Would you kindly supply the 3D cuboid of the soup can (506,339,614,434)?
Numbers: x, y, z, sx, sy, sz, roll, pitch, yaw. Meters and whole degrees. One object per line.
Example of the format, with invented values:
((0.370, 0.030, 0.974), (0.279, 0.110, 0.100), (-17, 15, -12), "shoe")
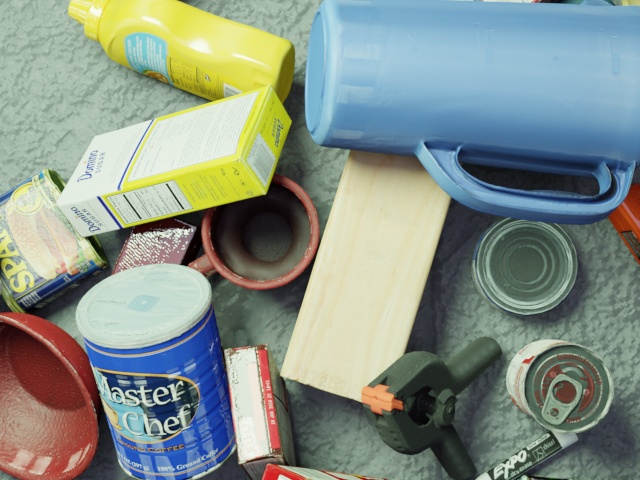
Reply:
((0.187, 0.114, 0.847), (0.068, 0.102, 0.068), (0, 86, 2), "soup can")

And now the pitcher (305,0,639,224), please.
((0.115, -0.105, 0.780), (0.242, 0.149, 0.145), (3, 114, -9), "pitcher")

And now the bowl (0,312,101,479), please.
((-0.236, 0.117, 0.870), (0.162, 0.055, 0.162), (11, 120, 20), "bowl")

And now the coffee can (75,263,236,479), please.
((-0.124, 0.104, 0.832), (0.103, 0.103, 0.140), (-7, 121, 2), "coffee can")

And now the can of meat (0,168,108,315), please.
((-0.238, 0.001, 0.898), (0.084, 0.057, 0.102), (-31, 85, -2), "can of meat")

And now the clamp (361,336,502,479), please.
((0.088, 0.138, 0.835), (0.039, 0.171, 0.120), (3, 90, 40), "clamp")

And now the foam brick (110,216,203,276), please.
((-0.136, 0.015, 0.893), (0.051, 0.053, 0.078), (23, 88, 4), "foam brick")

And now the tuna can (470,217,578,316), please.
((0.170, 0.020, 0.888), (0.086, 0.034, 0.086), (0, 86, 3), "tuna can")

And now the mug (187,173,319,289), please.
((-0.056, 0.001, 0.876), (0.117, 0.081, 0.093), (-32, 86, 0), "mug")

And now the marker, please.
((0.158, 0.189, 0.885), (0.121, 0.020, 0.020), (-33, 86, 1), "marker")

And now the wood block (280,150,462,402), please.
((0.041, 0.022, 0.866), (0.090, 0.091, 0.206), (17, 87, 3), "wood block")

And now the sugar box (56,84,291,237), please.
((-0.116, -0.061, 0.849), (0.176, 0.093, 0.048), (-14, 128, 28), "sugar box")

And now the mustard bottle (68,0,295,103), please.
((-0.118, -0.161, 0.881), (0.191, 0.096, 0.058), (21, 73, 4), "mustard bottle")

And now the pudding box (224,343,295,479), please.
((-0.046, 0.141, 0.841), (0.039, 0.113, 0.090), (-10, 66, 3), "pudding box")
